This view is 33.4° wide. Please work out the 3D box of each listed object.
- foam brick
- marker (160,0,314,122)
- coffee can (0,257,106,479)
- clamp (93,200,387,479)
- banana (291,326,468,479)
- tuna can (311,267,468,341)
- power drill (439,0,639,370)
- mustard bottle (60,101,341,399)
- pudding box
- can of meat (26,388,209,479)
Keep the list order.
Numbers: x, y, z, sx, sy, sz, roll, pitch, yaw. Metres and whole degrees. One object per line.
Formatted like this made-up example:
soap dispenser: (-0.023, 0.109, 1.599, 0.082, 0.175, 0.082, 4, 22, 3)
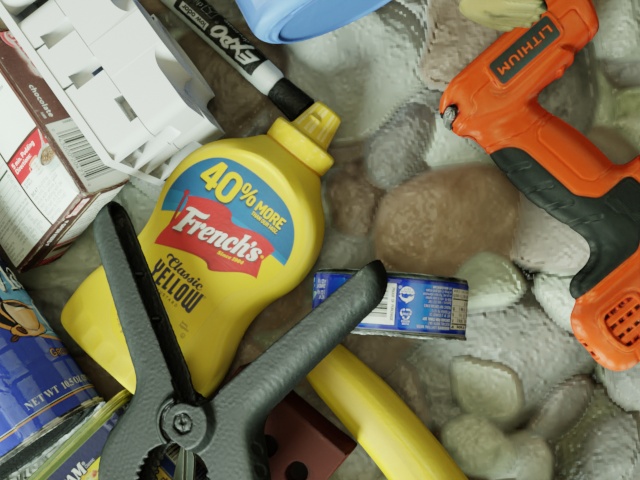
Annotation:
foam brick: (-0.027, 0.113, 0.602, 0.078, 0.051, 0.053, 39, 92, 7)
marker: (-0.049, -0.112, 0.632, 0.121, 0.020, 0.020, 43, 93, 7)
coffee can: (-0.203, 0.065, 0.600, 0.103, 0.102, 0.140, -37, 84, 4)
clamp: (-0.054, 0.089, 0.546, 0.165, 0.036, 0.210, 5, 86, 20)
banana: (0.048, 0.121, 0.575, 0.037, 0.069, 0.198, -42, 54, 6)
tuna can: (0.038, 0.035, 0.581, 0.086, 0.086, 0.034, 4, 86, 7)
power drill: (0.172, -0.051, 0.583, 0.184, 0.057, 0.188, -40, 82, 0)
mustard bottle: (-0.054, 0.001, 0.608, 0.096, 0.058, 0.191, 39, 92, 12)
pudding box: (-0.173, -0.051, 0.615, 0.090, 0.039, 0.113, -41, 80, 39)
can of meat: (-0.117, 0.148, 0.609, 0.102, 0.057, 0.084, -44, 85, 4)
